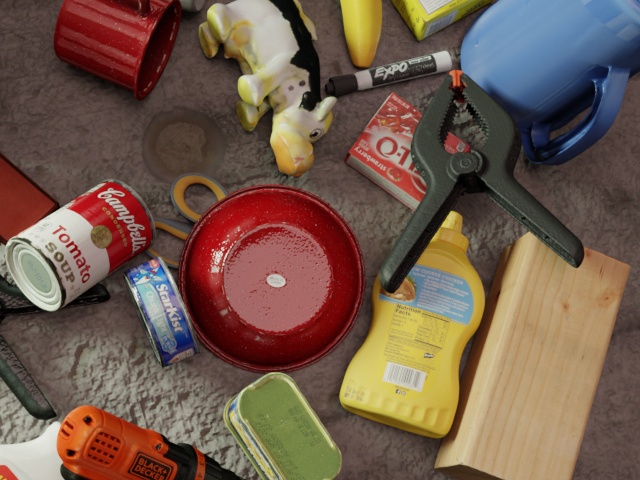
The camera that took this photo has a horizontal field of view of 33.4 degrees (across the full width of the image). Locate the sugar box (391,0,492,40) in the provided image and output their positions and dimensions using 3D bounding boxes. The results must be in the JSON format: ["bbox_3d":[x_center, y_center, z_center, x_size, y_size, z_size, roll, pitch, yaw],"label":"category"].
[{"bbox_3d":[0.085,-0.286,1.005,0.093,0.048,0.176,-30,79,-14],"label":"sugar box"}]

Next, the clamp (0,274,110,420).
[{"bbox_3d":[-0.266,0.072,0.859,0.171,0.039,0.120,14,62,-6],"label":"clamp"}]

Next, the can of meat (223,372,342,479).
[{"bbox_3d":[-0.030,0.157,0.854,0.057,0.084,0.102,-33,83,-15],"label":"can of meat"}]

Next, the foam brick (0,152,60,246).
[{"bbox_3d":[-0.260,-0.031,0.881,0.078,0.053,0.051,40,73,3],"label":"foam brick"}]

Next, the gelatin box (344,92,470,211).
[{"bbox_3d":[0.078,-0.077,0.959,0.089,0.030,0.073,36,73,1],"label":"gelatin box"}]

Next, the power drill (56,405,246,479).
[{"bbox_3d":[-0.149,0.237,0.810,0.184,0.057,0.187,33,77,-30],"label":"power drill"}]

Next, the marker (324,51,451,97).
[{"bbox_3d":[0.062,-0.152,0.981,0.121,0.020,0.020,-15,79,-13],"label":"marker"}]

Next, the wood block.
[{"bbox_3d":[0.177,0.107,0.897,0.090,0.091,0.206,21,74,-3],"label":"wood block"}]

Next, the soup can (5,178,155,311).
[{"bbox_3d":[-0.192,0.003,0.857,0.068,0.069,0.102,48,51,4],"label":"soup can"}]

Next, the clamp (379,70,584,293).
[{"bbox_3d":[0.136,-0.053,0.900,0.165,0.036,0.210,-2,61,14],"label":"clamp"}]

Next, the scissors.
[{"bbox_3d":[-0.056,0.001,0.925,0.201,0.016,0.096,13,75,-6],"label":"scissors"}]

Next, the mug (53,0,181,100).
[{"bbox_3d":[-0.173,-0.183,0.903,0.081,0.117,0.093,23,62,2],"label":"mug"}]

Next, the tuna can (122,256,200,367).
[{"bbox_3d":[-0.129,0.058,0.862,0.033,0.086,0.086,-22,81,-13],"label":"tuna can"}]

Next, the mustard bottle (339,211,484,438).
[{"bbox_3d":[0.087,0.064,0.909,0.096,0.058,0.191,16,74,8],"label":"mustard bottle"}]

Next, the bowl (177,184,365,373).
[{"bbox_3d":[-0.038,0.032,0.884,0.162,0.055,0.162,0,88,-7],"label":"bowl"}]

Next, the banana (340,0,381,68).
[{"bbox_3d":[0.014,-0.257,0.984,0.037,0.070,0.198,-17,74,-52],"label":"banana"}]

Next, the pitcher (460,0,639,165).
[{"bbox_3d":[0.225,-0.173,0.897,0.145,0.243,0.149,-43,93,-18],"label":"pitcher"}]
